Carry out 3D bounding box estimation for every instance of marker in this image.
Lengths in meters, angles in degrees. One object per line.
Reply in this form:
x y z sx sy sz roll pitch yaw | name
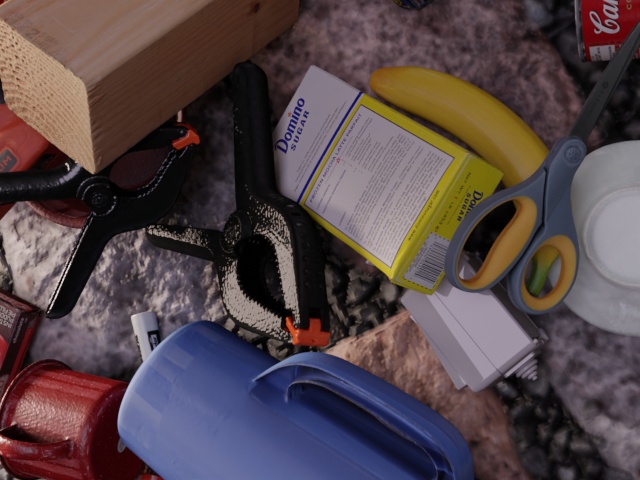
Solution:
-0.123 0.115 0.815 0.020 0.020 0.121 -16 82 18 | marker

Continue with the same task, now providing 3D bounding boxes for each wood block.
-0.111 -0.151 0.727 0.090 0.091 0.205 37 58 18 | wood block

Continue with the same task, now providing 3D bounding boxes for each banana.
0.111 -0.059 0.723 0.069 0.037 0.198 -36 70 3 | banana

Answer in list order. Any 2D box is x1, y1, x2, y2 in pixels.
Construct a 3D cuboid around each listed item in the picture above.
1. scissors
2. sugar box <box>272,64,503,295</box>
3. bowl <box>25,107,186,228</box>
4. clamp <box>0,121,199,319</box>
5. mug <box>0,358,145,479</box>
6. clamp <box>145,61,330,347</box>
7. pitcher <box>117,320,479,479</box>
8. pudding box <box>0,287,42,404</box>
0.160 -0.036 0.662 0.202 0.016 0.096 -46 113 -2 | scissors
0.032 -0.045 0.715 0.176 0.048 0.093 40 102 49 | sugar box
-0.165 -0.088 0.821 0.162 0.055 0.162 -1 87 20 | bowl
-0.166 -0.037 0.747 0.171 0.039 0.120 -42 118 1 | clamp
-0.183 0.140 0.778 0.082 0.117 0.093 7 93 29 | mug
-0.055 0.001 0.738 0.165 0.036 0.210 -51 49 32 | clamp
-0.014 0.149 0.715 0.243 0.145 0.149 32 82 21 | pitcher
-0.292 0.075 0.868 0.114 0.039 0.090 24 96 20 | pudding box
